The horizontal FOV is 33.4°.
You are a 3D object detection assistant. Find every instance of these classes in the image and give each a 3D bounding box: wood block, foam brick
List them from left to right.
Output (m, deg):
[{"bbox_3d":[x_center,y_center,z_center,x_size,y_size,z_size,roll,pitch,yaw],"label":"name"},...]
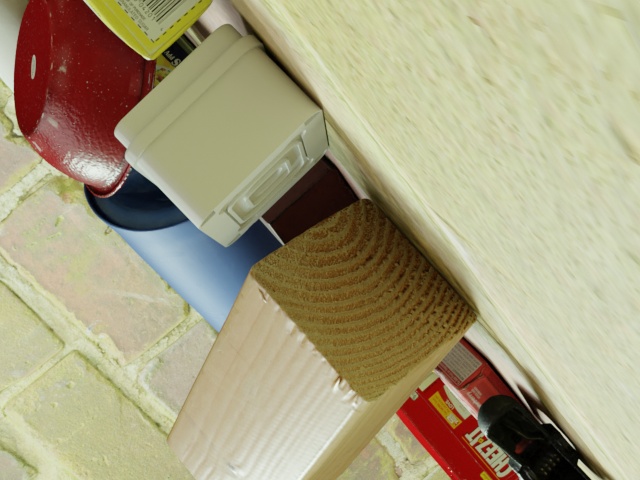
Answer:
[{"bbox_3d":[-0.022,-0.035,0.638,0.078,0.051,0.053,47,177,36],"label":"foam brick"},{"bbox_3d":[-0.009,0.082,0.610,0.091,0.090,0.206,48,143,14],"label":"wood block"}]

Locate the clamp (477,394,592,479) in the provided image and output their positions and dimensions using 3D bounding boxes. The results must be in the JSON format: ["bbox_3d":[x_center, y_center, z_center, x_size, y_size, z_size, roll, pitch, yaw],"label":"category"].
[{"bbox_3d":[0.138,0.136,0.623,0.120,0.039,0.171,53,-175,10],"label":"clamp"}]

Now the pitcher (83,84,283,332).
[{"bbox_3d":[-0.055,0.001,0.808,0.149,0.145,0.242,57,180,40],"label":"pitcher"}]

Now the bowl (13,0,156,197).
[{"bbox_3d":[-0.159,-0.109,0.684,0.055,0.162,0.162,3,-154,-30],"label":"bowl"}]

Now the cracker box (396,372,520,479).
[{"bbox_3d":[0.146,0.187,0.941,0.164,0.072,0.213,48,179,38],"label":"cracker box"}]

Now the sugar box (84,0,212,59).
[{"bbox_3d":[-0.101,-0.137,0.529,0.093,0.048,0.176,49,-178,-14],"label":"sugar box"}]

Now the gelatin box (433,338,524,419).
[{"bbox_3d":[0.105,0.099,0.744,0.073,0.030,0.089,50,178,-28],"label":"gelatin box"}]
